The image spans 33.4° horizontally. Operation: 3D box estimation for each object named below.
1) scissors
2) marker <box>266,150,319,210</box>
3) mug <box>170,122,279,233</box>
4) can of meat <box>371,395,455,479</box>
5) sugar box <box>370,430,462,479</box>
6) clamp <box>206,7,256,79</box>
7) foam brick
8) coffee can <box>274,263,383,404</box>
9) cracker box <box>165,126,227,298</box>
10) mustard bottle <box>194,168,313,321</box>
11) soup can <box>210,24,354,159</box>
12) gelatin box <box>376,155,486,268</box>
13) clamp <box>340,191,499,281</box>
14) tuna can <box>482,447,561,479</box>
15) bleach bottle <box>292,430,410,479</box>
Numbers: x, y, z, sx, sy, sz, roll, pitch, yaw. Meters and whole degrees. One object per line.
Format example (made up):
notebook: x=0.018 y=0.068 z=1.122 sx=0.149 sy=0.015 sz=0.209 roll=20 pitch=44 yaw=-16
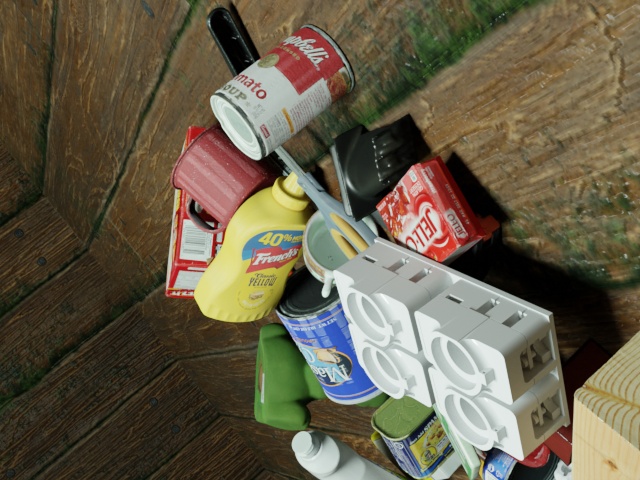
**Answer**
scissors: x=-0.005 y=-0.040 z=1.021 sx=0.202 sy=0.016 sz=0.096 roll=45 pitch=164 yaw=24
marker: x=-0.038 y=-0.080 z=1.135 sx=0.121 sy=0.020 sz=0.020 roll=47 pitch=163 yaw=13
mug: x=-0.104 y=-0.057 z=1.138 sx=0.081 sy=0.093 sz=0.117 roll=41 pitch=118 yaw=15
can of meat: x=0.118 y=0.206 z=1.201 sx=0.058 sy=0.102 sz=0.084 roll=30 pitch=156 yaw=49
sugar box: x=0.128 y=0.273 z=1.414 sx=0.093 sy=0.048 sz=0.176 roll=45 pitch=160 yaw=4
clamp: x=-0.051 y=-0.136 z=1.021 sx=0.120 sy=0.039 sz=0.171 roll=47 pitch=167 yaw=29
foam brick: x=0.206 y=0.130 z=0.850 sx=0.051 sy=0.078 sz=0.053 roll=41 pitch=163 yaw=27
coffee can: x=0.022 y=0.104 z=1.227 sx=0.103 sy=0.102 sz=0.140 roll=27 pitch=151 yaw=54
cracker box: x=-0.142 y=-0.026 z=1.286 sx=0.214 sy=0.072 sz=0.164 roll=131 pitch=144 yaw=-74
mustard bottle: x=-0.057 y=0.002 z=1.120 sx=0.058 sy=0.096 sz=0.192 roll=59 pitch=133 yaw=37
soup can: x=-0.032 y=-0.122 z=0.885 sx=0.068 sy=0.102 sz=0.068 roll=45 pitch=163 yaw=18
gelatin box: x=0.085 y=-0.016 z=0.846 sx=0.073 sy=0.030 sz=0.089 roll=62 pitch=156 yaw=10
clamp: x=0.089 y=-0.004 z=0.936 sx=0.164 sy=0.036 sz=0.210 roll=56 pitch=160 yaw=3
tuna can: x=0.198 y=0.215 z=1.037 sx=0.034 sy=0.086 sz=0.086 roll=37 pitch=159 yaw=44
bleach bottle: x=0.048 y=0.305 z=1.377 sx=0.103 sy=0.068 sz=0.250 roll=23 pitch=167 yaw=42
